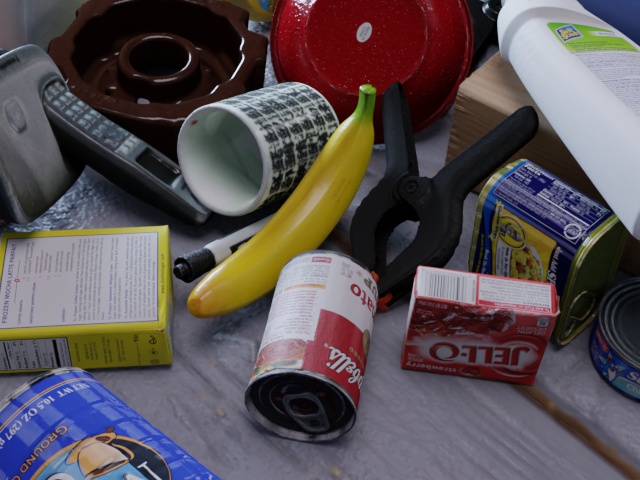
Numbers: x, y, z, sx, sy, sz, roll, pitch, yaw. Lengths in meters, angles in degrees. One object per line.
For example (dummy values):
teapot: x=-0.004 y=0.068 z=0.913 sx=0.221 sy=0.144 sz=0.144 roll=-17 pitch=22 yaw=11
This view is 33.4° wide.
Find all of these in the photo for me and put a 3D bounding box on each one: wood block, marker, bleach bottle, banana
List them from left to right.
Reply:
marker: x=-0.055 y=0.001 z=0.737 sx=0.020 sy=0.020 sz=0.120 roll=35 pitch=40 yaw=26
banana: x=-0.019 y=-0.017 z=0.723 sx=0.037 sy=0.069 sz=0.197 roll=24 pitch=69 yaw=36
wood block: x=0.204 y=-0.056 z=0.779 sx=0.206 sy=0.091 sz=0.090 roll=31 pitch=52 yaw=23
bleach bottle: x=0.193 y=-0.101 z=0.714 sx=0.102 sy=0.068 sz=0.251 roll=0 pitch=41 yaw=-23

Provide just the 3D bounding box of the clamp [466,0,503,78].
clamp: x=0.149 y=-0.188 z=0.939 sx=0.164 sy=0.036 sz=0.210 roll=-9 pitch=50 yaw=-16

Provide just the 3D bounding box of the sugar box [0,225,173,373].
sugar box: x=-0.185 y=0.039 z=0.693 sx=0.176 sy=0.048 sz=0.093 roll=-4 pitch=46 yaw=-4

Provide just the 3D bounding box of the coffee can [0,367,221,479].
coffee can: x=-0.106 y=0.146 z=0.554 sx=0.140 sy=0.103 sz=0.102 roll=32 pitch=52 yaw=25

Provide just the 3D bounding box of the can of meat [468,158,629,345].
can of meat: x=0.148 y=0.006 z=0.709 sx=0.057 sy=0.102 sz=0.084 roll=-34 pitch=55 yaw=-30

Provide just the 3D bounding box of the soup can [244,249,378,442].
soup can: x=-0.003 y=0.064 z=0.664 sx=0.068 sy=0.068 sz=0.102 roll=9 pitch=46 yaw=5

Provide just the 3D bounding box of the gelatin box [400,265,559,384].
gelatin box: x=0.099 y=0.056 z=0.676 sx=0.089 sy=0.073 sz=0.030 roll=8 pitch=47 yaw=3

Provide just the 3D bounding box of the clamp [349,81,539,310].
clamp: x=0.063 y=-0.037 z=0.744 sx=0.120 sy=0.039 sz=0.171 roll=25 pitch=76 yaw=40

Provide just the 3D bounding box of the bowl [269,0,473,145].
bowl: x=0.037 y=-0.154 z=0.816 sx=0.162 sy=0.162 sz=0.055 roll=10 pitch=6 yaw=6
